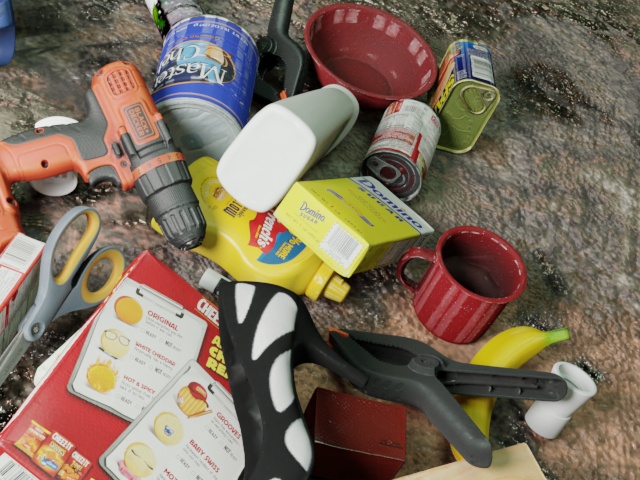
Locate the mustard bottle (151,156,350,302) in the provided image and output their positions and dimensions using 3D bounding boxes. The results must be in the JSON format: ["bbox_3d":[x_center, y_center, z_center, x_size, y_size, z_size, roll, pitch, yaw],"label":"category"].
[{"bbox_3d":[-0.056,0.001,1.005,0.191,0.058,0.096,32,43,6],"label":"mustard bottle"}]

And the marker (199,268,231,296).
[{"bbox_3d":[-0.055,0.063,0.977,0.121,0.020,0.020,30,46,5],"label":"marker"}]

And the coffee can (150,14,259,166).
[{"bbox_3d":[-0.120,-0.145,1.076,0.102,0.103,0.140,15,46,-10],"label":"coffee can"}]

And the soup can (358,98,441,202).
[{"bbox_3d":[0.087,-0.098,1.146,0.068,0.069,0.102,25,45,0],"label":"soup can"}]

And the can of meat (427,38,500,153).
[{"bbox_3d":[0.160,-0.165,1.214,0.057,0.102,0.084,14,44,-12],"label":"can of meat"}]

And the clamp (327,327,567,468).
[{"bbox_3d":[0.090,0.124,0.913,0.210,0.036,0.164,16,22,24],"label":"clamp"}]

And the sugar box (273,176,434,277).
[{"bbox_3d":[0.037,-0.018,1.020,0.093,0.048,0.176,42,23,15],"label":"sugar box"}]

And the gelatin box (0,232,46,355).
[{"bbox_3d":[-0.258,0.049,0.867,0.030,0.073,0.089,23,46,1],"label":"gelatin box"}]

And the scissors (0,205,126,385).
[{"bbox_3d":[-0.219,0.070,0.872,0.016,0.096,0.201,16,79,35],"label":"scissors"}]

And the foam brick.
[{"bbox_3d":[0.025,0.159,0.853,0.078,0.051,0.053,15,47,-10],"label":"foam brick"}]

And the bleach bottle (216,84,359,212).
[{"bbox_3d":[-0.017,-0.103,1.068,0.068,0.103,0.250,41,20,2],"label":"bleach bottle"}]

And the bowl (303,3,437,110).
[{"bbox_3d":[0.051,-0.201,1.231,0.162,0.055,0.162,12,47,-13],"label":"bowl"}]

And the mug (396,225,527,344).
[{"bbox_3d":[0.129,0.042,1.029,0.117,0.082,0.093,19,46,-6],"label":"mug"}]

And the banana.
[{"bbox_3d":[0.157,0.135,0.975,0.197,0.070,0.037,-47,119,-37],"label":"banana"}]

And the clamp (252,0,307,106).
[{"bbox_3d":[-0.054,-0.216,1.183,0.120,0.039,0.171,-35,66,7],"label":"clamp"}]

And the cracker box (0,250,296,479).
[{"bbox_3d":[-0.135,0.138,0.818,0.164,0.072,0.213,41,44,-10],"label":"cracker box"}]

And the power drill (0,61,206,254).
[{"bbox_3d":[-0.211,-0.049,0.940,0.187,0.057,0.184,-23,79,-16],"label":"power drill"}]
